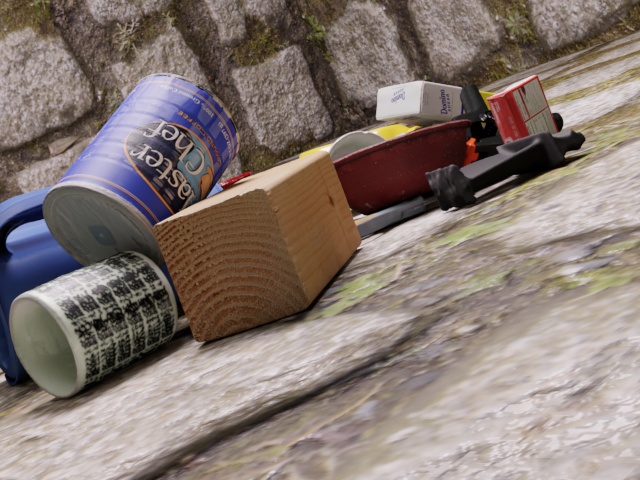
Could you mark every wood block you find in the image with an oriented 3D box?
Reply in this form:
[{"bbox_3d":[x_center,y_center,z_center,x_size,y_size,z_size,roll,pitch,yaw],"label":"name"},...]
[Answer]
[{"bbox_3d":[-0.040,-0.002,0.823,0.090,0.091,0.206,-19,7,16],"label":"wood block"}]

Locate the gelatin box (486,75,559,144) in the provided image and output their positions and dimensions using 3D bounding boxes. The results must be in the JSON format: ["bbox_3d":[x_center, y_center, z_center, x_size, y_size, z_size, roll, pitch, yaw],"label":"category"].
[{"bbox_3d":[0.204,-0.120,1.068,0.030,0.073,0.089,-18,8,34],"label":"gelatin box"}]

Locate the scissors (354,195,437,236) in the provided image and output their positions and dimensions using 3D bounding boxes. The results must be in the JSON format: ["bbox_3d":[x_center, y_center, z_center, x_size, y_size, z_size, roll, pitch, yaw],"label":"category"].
[{"bbox_3d":[0.072,-0.027,0.987,0.201,0.016,0.096,-22,4,-24],"label":"scissors"}]

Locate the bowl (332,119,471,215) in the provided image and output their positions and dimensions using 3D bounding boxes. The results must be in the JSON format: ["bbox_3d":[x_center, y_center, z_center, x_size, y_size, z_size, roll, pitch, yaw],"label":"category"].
[{"bbox_3d":[0.077,-0.064,1.033,0.162,0.055,0.162,-18,-3,-1],"label":"bowl"}]

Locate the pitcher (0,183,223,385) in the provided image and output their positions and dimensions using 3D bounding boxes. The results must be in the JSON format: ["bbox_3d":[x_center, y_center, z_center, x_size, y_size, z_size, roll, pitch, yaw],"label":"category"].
[{"bbox_3d":[-0.191,0.017,0.952,0.242,0.145,0.149,-22,3,-29],"label":"pitcher"}]

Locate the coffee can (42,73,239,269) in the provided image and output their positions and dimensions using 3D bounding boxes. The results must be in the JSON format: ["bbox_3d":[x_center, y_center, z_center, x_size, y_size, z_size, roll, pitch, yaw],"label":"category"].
[{"bbox_3d":[-0.140,-0.051,0.850,0.103,0.102,0.140,-16,34,42],"label":"coffee can"}]

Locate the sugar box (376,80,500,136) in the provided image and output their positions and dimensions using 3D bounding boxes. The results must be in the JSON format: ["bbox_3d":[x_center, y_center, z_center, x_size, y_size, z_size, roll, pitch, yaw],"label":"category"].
[{"bbox_3d":[0.166,-0.162,1.315,0.175,0.048,0.093,7,-3,-32],"label":"sugar box"}]

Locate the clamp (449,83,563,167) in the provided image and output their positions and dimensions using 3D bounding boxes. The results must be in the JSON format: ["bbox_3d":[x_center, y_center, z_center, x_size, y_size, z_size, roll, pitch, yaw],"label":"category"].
[{"bbox_3d":[0.176,-0.124,1.146,0.120,0.039,0.171,22,30,28],"label":"clamp"}]
